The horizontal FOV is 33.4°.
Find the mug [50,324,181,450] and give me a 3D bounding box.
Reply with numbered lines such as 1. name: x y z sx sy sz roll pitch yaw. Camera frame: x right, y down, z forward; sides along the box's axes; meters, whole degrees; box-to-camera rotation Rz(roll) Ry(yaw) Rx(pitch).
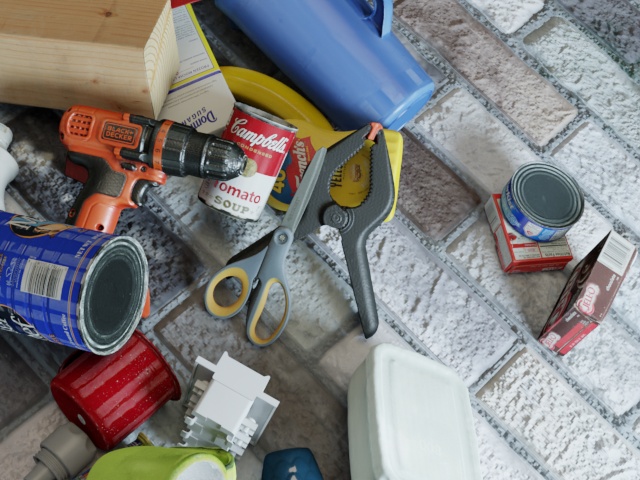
1. mug: -0.193 0.128 0.956 0.117 0.093 0.081 25 54 39

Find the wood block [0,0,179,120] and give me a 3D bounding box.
1. wood block: -0.257 -0.193 1.072 0.206 0.090 0.090 7 48 8

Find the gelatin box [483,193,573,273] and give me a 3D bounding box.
1. gelatin box: 0.227 -0.009 1.169 0.073 0.030 0.089 -4 62 -18

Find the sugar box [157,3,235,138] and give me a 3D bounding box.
1. sugar box: -0.153 -0.173 1.141 0.093 0.048 0.176 -23 71 -3

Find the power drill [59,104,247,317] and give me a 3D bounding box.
1. power drill: -0.175 -0.026 1.006 0.184 0.057 0.187 13 82 12

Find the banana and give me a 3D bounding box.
1. banana: -0.041 -0.135 1.165 0.198 0.037 0.069 44 60 11

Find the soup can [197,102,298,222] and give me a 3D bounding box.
1. soup can: -0.073 -0.077 1.052 0.068 0.068 0.102 23 100 -1

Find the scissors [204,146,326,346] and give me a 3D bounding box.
1. scissors: -0.057 0.001 1.042 0.096 0.016 0.202 10 92 8

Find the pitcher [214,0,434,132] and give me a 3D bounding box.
1. pitcher: 0.014 -0.225 1.159 0.145 0.149 0.243 -42 85 -5

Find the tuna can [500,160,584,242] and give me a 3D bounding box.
1. tuna can: 0.239 -0.042 1.152 0.086 0.034 0.086 8 59 -13

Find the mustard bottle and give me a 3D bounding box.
1. mustard bottle: -0.014 -0.077 1.109 0.191 0.058 0.096 7 96 7

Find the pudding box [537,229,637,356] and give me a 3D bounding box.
1. pudding box: 0.278 0.056 1.112 0.039 0.090 0.113 35 58 4

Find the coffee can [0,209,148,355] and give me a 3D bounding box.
1. coffee can: -0.234 0.034 0.916 0.140 0.103 0.102 11 56 21

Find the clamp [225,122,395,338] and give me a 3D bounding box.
1. clamp: 0.023 -0.015 1.061 0.164 0.036 0.210 30 96 -3
